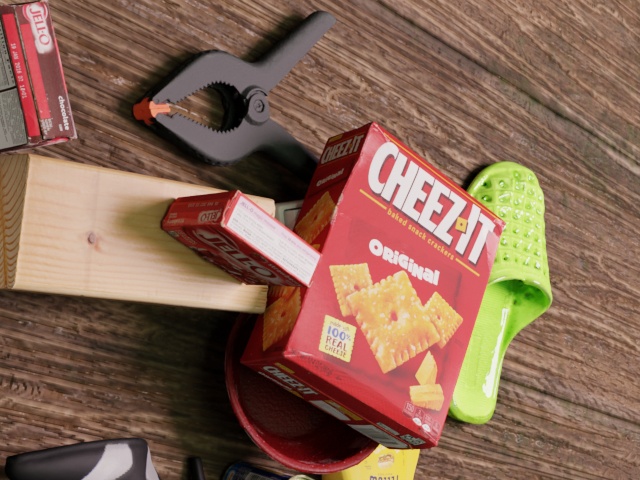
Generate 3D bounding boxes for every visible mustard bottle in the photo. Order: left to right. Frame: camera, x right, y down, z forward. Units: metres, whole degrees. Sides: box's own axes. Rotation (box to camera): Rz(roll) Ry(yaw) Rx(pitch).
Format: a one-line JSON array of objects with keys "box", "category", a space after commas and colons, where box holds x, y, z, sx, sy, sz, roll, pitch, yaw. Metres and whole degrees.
[{"box": [0.040, 0.247, 0.951, 0.096, 0.058, 0.191, 7, 85, -34], "category": "mustard bottle"}]

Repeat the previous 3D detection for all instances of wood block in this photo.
[{"box": [-0.142, 0.000, 0.779, 0.205, 0.090, 0.091, 10, 83, -41], "category": "wood block"}]

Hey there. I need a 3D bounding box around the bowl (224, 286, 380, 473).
[{"box": [-0.016, 0.116, 0.891, 0.161, 0.055, 0.162, 10, 69, -27], "category": "bowl"}]

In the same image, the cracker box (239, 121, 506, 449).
[{"box": [0.050, 0.038, 0.860, 0.164, 0.072, 0.213, 34, 63, -26], "category": "cracker box"}]

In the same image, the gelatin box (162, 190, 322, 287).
[{"box": [-0.055, 0.001, 0.745, 0.089, 0.073, 0.030, 37, 66, -35], "category": "gelatin box"}]

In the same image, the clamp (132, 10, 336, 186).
[{"box": [-0.056, -0.102, 0.892, 0.209, 0.036, 0.164, -16, 99, -38], "category": "clamp"}]

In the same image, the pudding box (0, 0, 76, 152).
[{"box": [-0.207, -0.104, 0.709, 0.039, 0.114, 0.090, -15, 98, -37], "category": "pudding box"}]
